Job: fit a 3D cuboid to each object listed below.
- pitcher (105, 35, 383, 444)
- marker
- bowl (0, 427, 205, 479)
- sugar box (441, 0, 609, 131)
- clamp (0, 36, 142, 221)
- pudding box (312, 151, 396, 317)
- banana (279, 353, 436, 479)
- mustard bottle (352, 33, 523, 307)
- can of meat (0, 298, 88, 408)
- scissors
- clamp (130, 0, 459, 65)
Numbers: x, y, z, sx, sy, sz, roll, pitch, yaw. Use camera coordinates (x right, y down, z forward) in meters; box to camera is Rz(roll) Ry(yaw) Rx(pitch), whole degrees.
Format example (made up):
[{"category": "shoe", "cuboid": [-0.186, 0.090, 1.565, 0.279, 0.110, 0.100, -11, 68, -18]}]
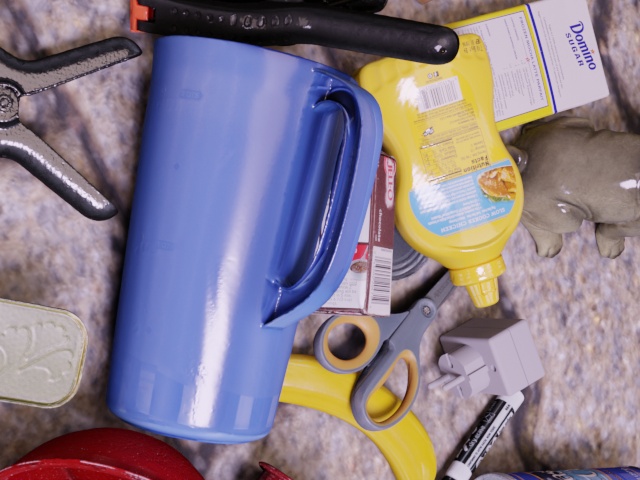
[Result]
[{"category": "pitcher", "cuboid": [-0.054, 0.001, 0.672, 0.145, 0.149, 0.243, 11, 89, -6]}, {"category": "marker", "cuboid": [0.120, 0.163, 0.830, 0.020, 0.020, 0.121, 50, 62, -17]}, {"category": "bowl", "cuboid": [-0.123, 0.164, 0.648, 0.162, 0.162, 0.055, 39, 37, -21]}, {"category": "sugar box", "cuboid": [0.146, -0.136, 0.851, 0.175, 0.048, 0.093, -19, 96, -31]}, {"category": "clamp", "cuboid": [-0.195, -0.073, 0.666, 0.171, 0.039, 0.120, 0, 83, -22]}, {"category": "pudding box", "cuboid": [0.003, -0.005, 0.739, 0.039, 0.090, 0.113, 15, 78, -60]}, {"category": "banana", "cuboid": [0.023, 0.130, 0.774, 0.197, 0.037, 0.069, 42, 69, -20]}, {"category": "mustard bottle", "cuboid": [0.094, -0.045, 0.767, 0.096, 0.058, 0.191, -18, 96, -11]}, {"category": "can of meat", "cuboid": [-0.200, 0.062, 0.630, 0.102, 0.084, 0.057, 13, 81, -27]}, {"category": "scissors", "cuboid": [0.059, 0.048, 0.791, 0.096, 0.016, 0.201, 37, 54, -14]}, {"category": "clamp", "cuboid": [-0.024, -0.157, 0.734, 0.210, 0.164, 0.036, 1, 114, -8]}]
